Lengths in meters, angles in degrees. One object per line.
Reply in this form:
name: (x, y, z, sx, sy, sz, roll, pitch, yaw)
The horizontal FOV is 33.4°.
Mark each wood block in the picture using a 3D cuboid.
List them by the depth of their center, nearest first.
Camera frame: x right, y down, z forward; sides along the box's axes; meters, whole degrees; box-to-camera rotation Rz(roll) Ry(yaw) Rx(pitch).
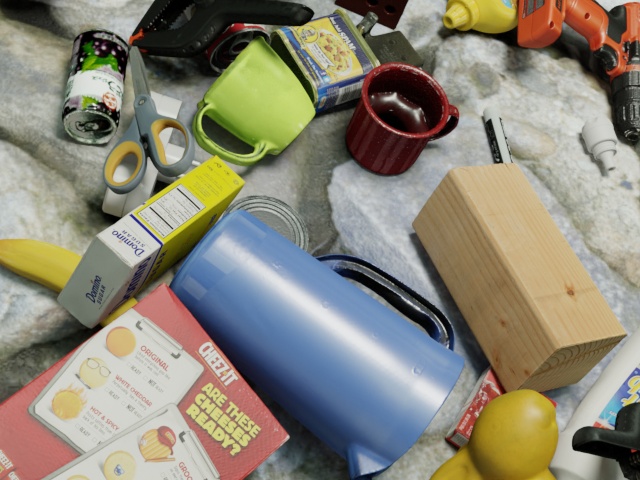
wood block: (0.184, 0.034, 1.015, 0.090, 0.090, 0.206, -7, 55, -33)

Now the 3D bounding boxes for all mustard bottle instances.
mustard bottle: (0.210, -0.296, 1.258, 0.191, 0.058, 0.096, -37, 82, -32)

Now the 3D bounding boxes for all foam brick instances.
foam brick: (0.065, -0.286, 1.209, 0.078, 0.053, 0.051, 22, 56, -3)

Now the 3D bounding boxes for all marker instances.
marker: (0.198, -0.092, 1.157, 0.020, 0.020, 0.121, 1, 60, -18)

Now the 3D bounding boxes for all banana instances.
banana: (-0.201, 0.057, 0.928, 0.198, 0.037, 0.069, 46, 55, 11)

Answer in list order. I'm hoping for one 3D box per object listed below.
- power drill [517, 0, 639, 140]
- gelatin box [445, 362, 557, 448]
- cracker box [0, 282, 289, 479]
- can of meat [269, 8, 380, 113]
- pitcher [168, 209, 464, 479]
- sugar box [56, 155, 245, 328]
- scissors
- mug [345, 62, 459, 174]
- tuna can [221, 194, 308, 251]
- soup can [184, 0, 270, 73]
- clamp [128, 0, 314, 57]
power drill: (0.311, -0.222, 1.223, 0.187, 0.057, 0.184, 23, 58, -28)
gelatin box: (0.169, 0.166, 0.987, 0.073, 0.030, 0.089, 35, 56, 4)
cracker box: (-0.159, 0.164, 0.837, 0.213, 0.072, 0.164, -38, 88, -28)
can of meat: (0.003, -0.187, 1.128, 0.083, 0.057, 0.102, -21, 68, -25)
pitcher: (-0.003, 0.078, 0.917, 0.243, 0.149, 0.145, 38, 98, 2)
sugar box: (-0.142, -0.001, 0.917, 0.048, 0.093, 0.176, 41, 39, 1)
scissors: (-0.176, -0.109, 0.982, 0.096, 0.016, 0.202, -36, 45, -3)
mug: (0.086, -0.122, 1.100, 0.117, 0.082, 0.093, -4, 62, -20)
tuna can: (-0.057, 0.001, 1.010, 0.086, 0.034, 0.086, 8, 58, -14)
soup can: (-0.103, -0.235, 1.114, 0.068, 0.069, 0.102, -17, 66, -26)
clamp: (-0.103, -0.249, 1.055, 0.036, 0.210, 0.164, 27, 51, -52)
